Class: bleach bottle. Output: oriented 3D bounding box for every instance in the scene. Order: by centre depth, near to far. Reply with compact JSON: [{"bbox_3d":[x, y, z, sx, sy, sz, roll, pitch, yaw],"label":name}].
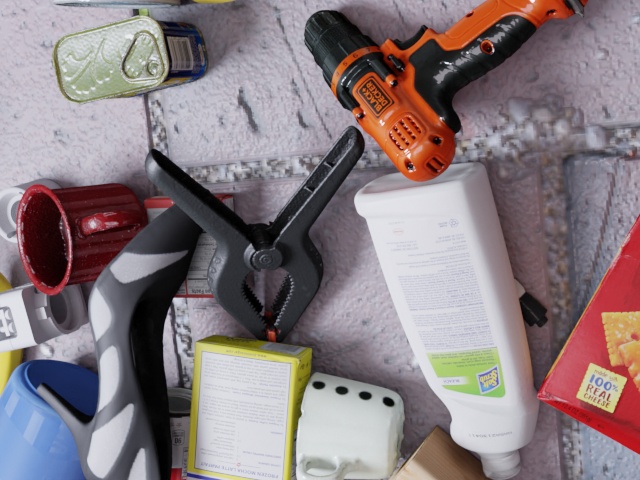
[{"bbox_3d":[0.107,0.070,0.829,0.103,0.068,0.251,-7,107,30],"label":"bleach bottle"}]

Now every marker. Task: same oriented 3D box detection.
[{"bbox_3d":[0.134,0.022,0.845,0.121,0.020,0.020,46,110,7],"label":"marker"}]

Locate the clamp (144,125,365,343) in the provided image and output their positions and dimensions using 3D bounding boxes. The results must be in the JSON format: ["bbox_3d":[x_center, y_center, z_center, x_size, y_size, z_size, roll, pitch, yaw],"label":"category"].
[{"bbox_3d":[-0.056,0.001,0.847,0.164,0.036,0.210,-1,129,-9],"label":"clamp"}]

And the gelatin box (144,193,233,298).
[{"bbox_3d":[-0.111,0.005,0.922,0.073,0.030,0.089,-1,98,18],"label":"gelatin box"}]

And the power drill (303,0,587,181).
[{"bbox_3d":[0.087,-0.159,0.792,0.188,0.057,0.184,-44,56,15],"label":"power drill"}]

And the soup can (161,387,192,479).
[{"bbox_3d":[-0.133,0.188,0.939,0.069,0.068,0.102,10,102,17],"label":"soup can"}]

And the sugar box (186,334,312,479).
[{"bbox_3d":[-0.061,0.172,0.886,0.093,0.048,0.176,7,98,17],"label":"sugar box"}]

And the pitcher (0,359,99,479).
[{"bbox_3d":[-0.258,0.238,0.969,0.145,0.149,0.243,33,105,27],"label":"pitcher"}]

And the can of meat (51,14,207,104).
[{"bbox_3d":[-0.154,-0.149,0.882,0.102,0.083,0.057,-10,95,20],"label":"can of meat"}]

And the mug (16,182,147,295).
[{"bbox_3d":[-0.193,-0.008,0.902,0.117,0.081,0.093,-21,82,48],"label":"mug"}]
